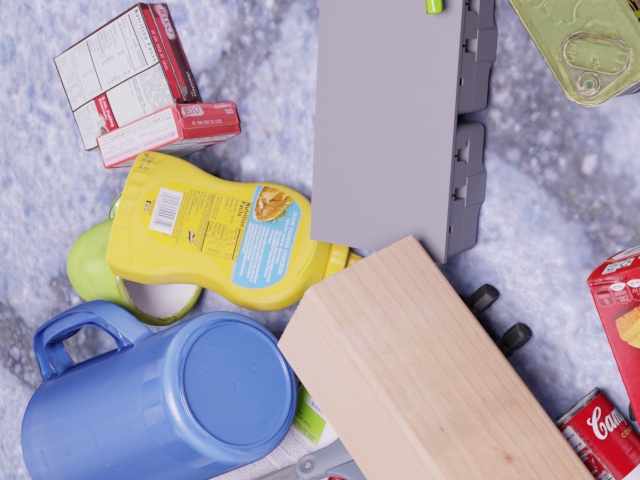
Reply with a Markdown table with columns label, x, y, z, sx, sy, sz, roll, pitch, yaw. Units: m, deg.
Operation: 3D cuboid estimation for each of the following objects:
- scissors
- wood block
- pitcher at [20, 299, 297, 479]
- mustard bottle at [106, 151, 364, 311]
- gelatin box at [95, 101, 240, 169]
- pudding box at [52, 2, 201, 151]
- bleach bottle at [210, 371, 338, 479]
| label | x | y | z | sx | sy | sz | roll | pitch | yaw |
| --- | --- | --- | --- | --- | --- | --- | --- | --- | --- |
| scissors | 0.006 | 0.172 | 0.751 | 0.202 | 0.016 | 0.096 | -34 | 46 | 7 |
| wood block | 0.072 | 0.113 | 0.675 | 0.206 | 0.090 | 0.091 | 54 | 150 | 17 |
| pitcher | -0.131 | 0.124 | 0.815 | 0.243 | 0.149 | 0.145 | -28 | 49 | 50 |
| mustard bottle | -0.055 | 0.001 | 0.796 | 0.191 | 0.058 | 0.096 | 14 | 70 | 1 |
| gelatin box | -0.119 | -0.084 | 0.841 | 0.089 | 0.073 | 0.030 | -17 | 88 | 35 |
| pudding box | -0.161 | -0.133 | 0.880 | 0.114 | 0.039 | 0.090 | -22 | 86 | 32 |
| bleach bottle | -0.007 | 0.143 | 0.821 | 0.103 | 0.068 | 0.251 | 40 | 116 | 20 |
